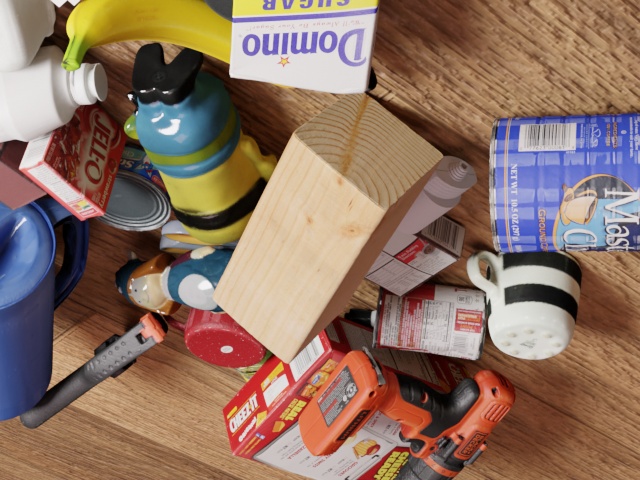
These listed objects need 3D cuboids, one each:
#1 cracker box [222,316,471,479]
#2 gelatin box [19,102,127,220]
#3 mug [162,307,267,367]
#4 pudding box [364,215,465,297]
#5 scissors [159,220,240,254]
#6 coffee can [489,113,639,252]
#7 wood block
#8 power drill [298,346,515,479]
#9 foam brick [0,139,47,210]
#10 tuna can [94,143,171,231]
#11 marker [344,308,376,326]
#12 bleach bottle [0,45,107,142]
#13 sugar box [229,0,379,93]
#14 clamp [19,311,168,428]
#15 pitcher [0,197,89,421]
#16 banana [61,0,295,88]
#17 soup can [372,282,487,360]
[{"bbox_3d":[0.034,0.171,1.090,0.213,0.072,0.164,23,119,-33],"label":"cracker box"},{"bbox_3d":[-0.196,-0.073,0.860,0.030,0.089,0.073,-14,138,30],"label":"gelatin box"},{"bbox_3d":[-0.097,0.069,1.041,0.117,0.081,0.093,12,145,-1],"label":"mug"},{"bbox_3d":[0.056,-0.002,0.937,0.113,0.039,0.090,29,142,-20],"label":"pudding box"},{"bbox_3d":[-0.056,0.001,0.972,0.202,0.016,0.096,1,166,14],"label":"scissors"},{"bbox_3d":[0.200,-0.042,0.783,0.140,0.102,0.103,0,144,16],"label":"coffee can"},{"bbox_3d":[0.000,-0.007,0.851,0.090,0.090,0.206,40,136,10],"label":"wood block"},{"bbox_3d":[0.074,0.184,1.028,0.187,0.057,0.185,19,116,-35],"label":"power drill"},{"bbox_3d":[-0.249,-0.075,0.882,0.053,0.078,0.051,-19,136,39],"label":"foam brick"},{"bbox_3d":[-0.170,-0.047,0.939,0.086,0.033,0.086,8,145,5],"label":"tuna can"},{"bbox_3d":[0.083,0.079,1.061,0.121,0.020,0.020,1,144,13],"label":"marker"},{"bbox_3d":[-0.288,-0.118,0.830,0.251,0.102,0.068,-4,148,10],"label":"bleach bottle"},{"bbox_3d":[-0.005,-0.178,0.654,0.093,0.048,0.176,8,126,3],"label":"sugar box"},{"bbox_3d":[-0.215,0.123,1.070,0.036,0.164,0.210,53,148,-3],"label":"clamp"},{"bbox_3d":[-0.295,0.063,0.973,0.149,0.145,0.243,8,145,-6],"label":"pitcher"},{"bbox_3d":[-0.097,-0.141,0.737,0.197,0.069,0.037,-4,170,-40],"label":"banana"},{"bbox_3d":[0.103,0.074,1.006,0.102,0.068,0.068,7,145,5],"label":"soup can"}]
